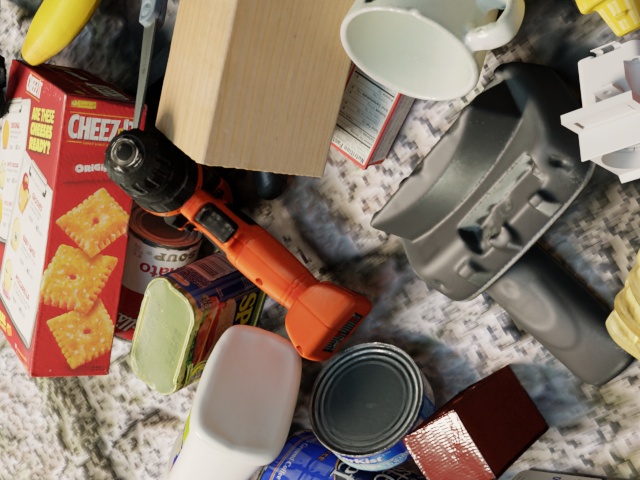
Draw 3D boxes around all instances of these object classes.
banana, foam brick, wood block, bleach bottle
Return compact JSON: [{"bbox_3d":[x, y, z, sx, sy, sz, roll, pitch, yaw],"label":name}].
[{"bbox_3d":[-0.183,-0.229,0.811,0.070,0.037,0.198,11,96,23],"label":"banana"},{"bbox_3d":[0.102,0.127,0.704,0.053,0.078,0.051,-38,82,39],"label":"foam brick"},{"bbox_3d":[-0.031,-0.153,0.666,0.090,0.090,0.206,39,120,56],"label":"wood block"},{"bbox_3d":[-0.083,0.163,0.825,0.068,0.102,0.251,21,144,-7],"label":"bleach bottle"}]

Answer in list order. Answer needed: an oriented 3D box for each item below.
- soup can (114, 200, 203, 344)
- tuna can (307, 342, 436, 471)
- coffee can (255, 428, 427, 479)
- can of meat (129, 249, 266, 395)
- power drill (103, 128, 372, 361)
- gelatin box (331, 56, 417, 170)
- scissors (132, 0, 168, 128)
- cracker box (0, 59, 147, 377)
[{"bbox_3d":[-0.139,0.025,0.862,0.069,0.068,0.102,37,124,23],"label":"soup can"},{"bbox_3d":[0.037,0.117,0.748,0.086,0.086,0.033,13,156,34],"label":"tuna can"},{"bbox_3d":[0.032,0.207,0.769,0.141,0.102,0.103,16,114,33],"label":"coffee can"},{"bbox_3d":[-0.096,0.063,0.831,0.057,0.083,0.102,34,123,25],"label":"can of meat"},{"bbox_3d":[-0.055,0.001,0.734,0.188,0.184,0.057,43,93,13],"label":"power drill"},{"bbox_3d":[0.026,-0.104,0.716,0.073,0.030,0.089,38,124,20],"label":"gelatin box"},{"bbox_3d":[-0.128,-0.169,0.768,0.096,0.016,0.202,10,83,51],"label":"scissors"},{"bbox_3d":[-0.205,-0.022,0.840,0.164,0.072,0.214,32,114,56],"label":"cracker box"}]
